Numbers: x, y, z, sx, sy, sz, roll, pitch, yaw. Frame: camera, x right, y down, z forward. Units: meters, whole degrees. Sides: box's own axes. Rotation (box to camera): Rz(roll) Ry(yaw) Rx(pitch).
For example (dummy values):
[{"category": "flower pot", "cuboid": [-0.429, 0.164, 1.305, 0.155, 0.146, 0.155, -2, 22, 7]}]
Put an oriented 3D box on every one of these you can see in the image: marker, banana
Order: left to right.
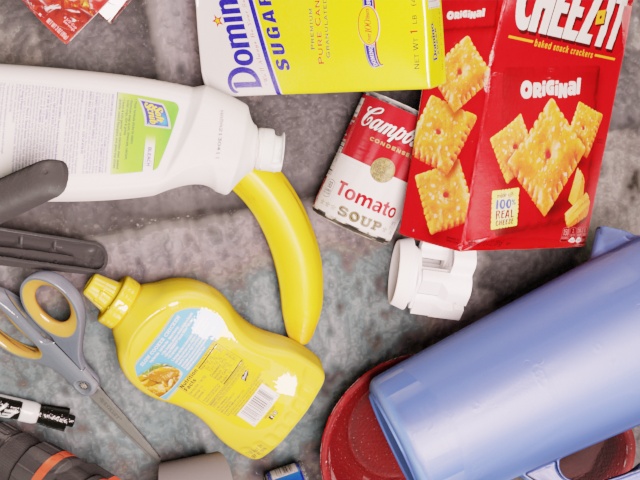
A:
[{"category": "marker", "cuboid": [-0.248, 0.125, 0.816, 0.121, 0.020, 0.020, 16, 97, -15]}, {"category": "banana", "cuboid": [-0.042, -0.011, 0.830, 0.070, 0.037, 0.197, -29, 105, 17]}]

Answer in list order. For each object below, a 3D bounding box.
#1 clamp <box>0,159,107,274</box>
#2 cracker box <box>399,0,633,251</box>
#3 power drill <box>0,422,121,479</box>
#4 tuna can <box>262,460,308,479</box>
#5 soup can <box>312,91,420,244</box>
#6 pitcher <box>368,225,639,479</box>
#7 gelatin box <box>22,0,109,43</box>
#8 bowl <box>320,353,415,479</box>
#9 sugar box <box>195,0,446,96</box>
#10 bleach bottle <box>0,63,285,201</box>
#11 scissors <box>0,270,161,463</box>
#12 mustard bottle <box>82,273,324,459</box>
[{"category": "clamp", "cuboid": [-0.255, -0.001, 0.745, 0.210, 0.164, 0.036, -8, 68, 3]}, {"category": "cracker box", "cuboid": [0.151, -0.101, 0.800, 0.163, 0.072, 0.214, 0, 104, -44]}, {"category": "power drill", "cuboid": [-0.207, 0.248, 0.804, 0.185, 0.057, 0.188, 26, 110, 24]}, {"category": "tuna can", "cuboid": [-0.018, 0.222, 0.854, 0.033, 0.086, 0.086, -17, 105, -8]}, {"category": "soup can", "cuboid": [0.043, -0.056, 0.821, 0.068, 0.068, 0.102, 23, 96, -16]}, {"category": "pitcher", "cuboid": [0.169, 0.111, 0.792, 0.242, 0.149, 0.145, -25, 123, -5]}, {"category": "gelatin box", "cuboid": [-0.180, -0.191, 0.723, 0.073, 0.030, 0.089, -45, 109, 5]}, {"category": "bowl", "cuboid": [0.073, 0.163, 0.878, 0.162, 0.055, 0.162, -3, 102, -12]}, {"category": "sugar box", "cuboid": [-0.003, -0.151, 0.755, 0.176, 0.048, 0.093, 0, 103, 22]}, {"category": "bleach bottle", "cuboid": [-0.152, -0.067, 0.758, 0.250, 0.068, 0.102, 5, 94, -7]}, {"category": "scissors", "cuboid": [-0.173, 0.093, 0.810, 0.201, 0.016, 0.096, 40, 123, -16]}, {"category": "mustard bottle", "cuboid": [-0.098, 0.084, 0.821, 0.191, 0.058, 0.096, 35, 104, -17]}]
